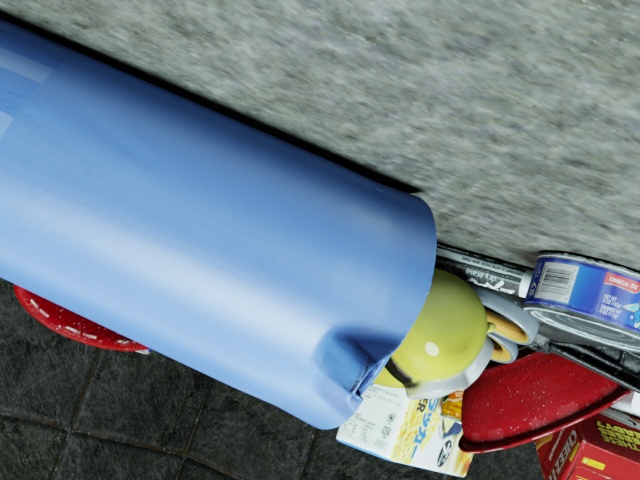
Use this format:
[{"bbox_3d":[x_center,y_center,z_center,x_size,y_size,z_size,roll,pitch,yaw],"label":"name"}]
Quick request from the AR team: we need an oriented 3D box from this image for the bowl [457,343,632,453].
[{"bbox_3d":[0.172,0.109,0.845,0.162,0.055,0.162,-24,179,-1],"label":"bowl"}]

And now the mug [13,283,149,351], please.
[{"bbox_3d":[-0.113,0.013,0.635,0.117,0.081,0.093,35,141,-28],"label":"mug"}]

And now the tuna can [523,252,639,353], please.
[{"bbox_3d":[0.159,0.036,0.603,0.086,0.034,0.086,19,173,2],"label":"tuna can"}]

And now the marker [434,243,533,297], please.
[{"bbox_3d":[0.112,0.022,0.680,0.121,0.020,0.020,16,172,23],"label":"marker"}]

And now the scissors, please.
[{"bbox_3d":[0.065,0.036,0.766,0.202,0.016,0.096,22,155,29],"label":"scissors"}]

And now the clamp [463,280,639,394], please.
[{"bbox_3d":[0.160,0.056,0.745,0.172,0.039,0.120,19,158,22],"label":"clamp"}]

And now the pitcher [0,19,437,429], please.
[{"bbox_3d":[-0.076,-0.013,0.537,0.242,0.145,0.149,26,155,-19],"label":"pitcher"}]
